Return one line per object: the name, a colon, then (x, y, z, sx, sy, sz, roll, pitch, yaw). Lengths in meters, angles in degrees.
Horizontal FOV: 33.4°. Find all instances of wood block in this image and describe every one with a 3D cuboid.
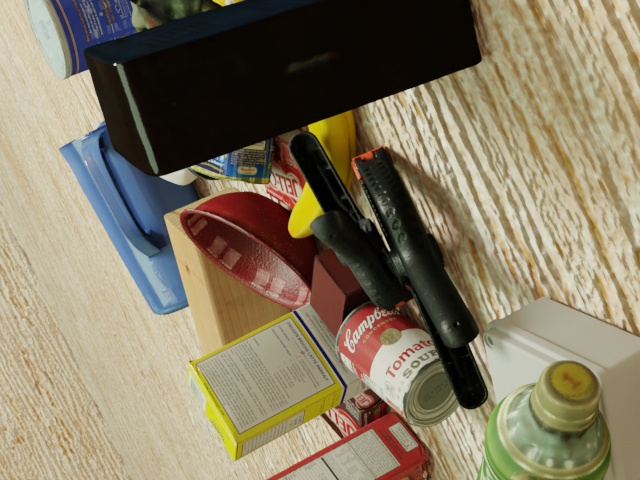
wood block: (-0.095, 0.059, 1.192, 0.091, 0.090, 0.206, 37, 145, 52)

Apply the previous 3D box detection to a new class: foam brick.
foam brick: (0.026, 0.042, 0.947, 0.051, 0.053, 0.078, 53, 155, 29)

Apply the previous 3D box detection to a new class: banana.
banana: (-0.002, -0.075, 0.888, 0.070, 0.037, 0.198, 19, 135, 27)

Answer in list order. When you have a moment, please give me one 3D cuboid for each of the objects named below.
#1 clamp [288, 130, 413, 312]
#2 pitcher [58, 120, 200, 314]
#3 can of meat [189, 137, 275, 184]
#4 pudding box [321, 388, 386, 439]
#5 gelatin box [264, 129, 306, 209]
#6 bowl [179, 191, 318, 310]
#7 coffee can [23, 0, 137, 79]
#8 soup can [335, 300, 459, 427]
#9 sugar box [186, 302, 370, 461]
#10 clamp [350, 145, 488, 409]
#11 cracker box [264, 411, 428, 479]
clamp: (0.025, -0.009, 0.853, 0.171, 0.039, 0.120, 53, -161, -48)
pitcher: (-0.208, -0.034, 1.290, 0.145, 0.149, 0.243, -15, 102, 54)
can of meat: (-0.079, -0.100, 0.962, 0.102, 0.057, 0.084, 23, 108, 56)
pudding box: (0.023, 0.159, 1.095, 0.114, 0.039, 0.090, 47, 152, 38)
gelatin box: (-0.026, -0.066, 0.982, 0.089, 0.030, 0.073, 34, 143, 52)
bowl: (-0.057, 0.001, 1.041, 0.162, 0.055, 0.162, 31, 161, 12)
coffee can: (-0.218, -0.236, 1.092, 0.103, 0.140, 0.103, 49, 153, 35)
soup can: (0.068, 0.103, 0.896, 0.102, 0.068, 0.068, 38, 146, 48)
sugar box: (-0.024, 0.118, 0.974, 0.093, 0.176, 0.048, 55, 154, 25)
clamp: (0.073, 0.015, 0.788, 0.164, 0.036, 0.210, 69, 178, -70)
cracker box: (0.002, 0.282, 1.037, 0.072, 0.213, 0.164, 47, 152, 38)
